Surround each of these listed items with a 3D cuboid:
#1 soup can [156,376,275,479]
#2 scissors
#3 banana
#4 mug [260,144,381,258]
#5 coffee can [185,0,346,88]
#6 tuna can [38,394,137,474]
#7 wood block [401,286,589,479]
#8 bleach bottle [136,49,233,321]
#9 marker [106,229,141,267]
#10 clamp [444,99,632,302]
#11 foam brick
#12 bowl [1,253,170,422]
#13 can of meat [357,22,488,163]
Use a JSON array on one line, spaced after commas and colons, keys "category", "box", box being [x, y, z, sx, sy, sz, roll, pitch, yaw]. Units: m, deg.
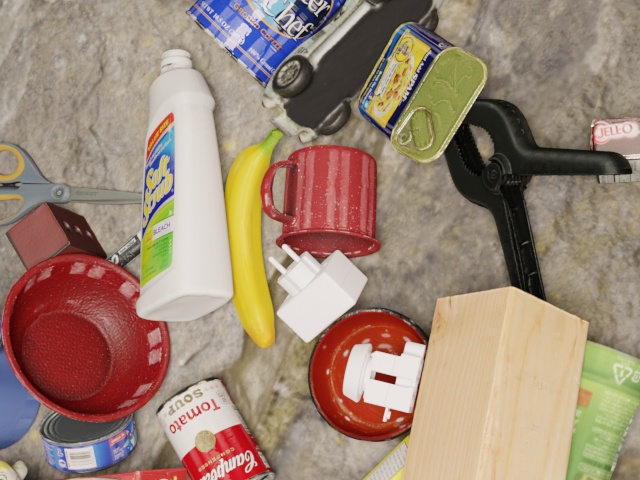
[{"category": "soup can", "box": [-0.094, 0.181, 0.947, 0.068, 0.068, 0.102, -35, 71, 9]}, {"category": "scissors", "box": [-0.268, -0.064, 1.074, 0.202, 0.016, 0.096, -11, 77, 15]}, {"category": "banana", "box": [-0.065, -0.001, 0.976, 0.037, 0.070, 0.198, 3, 85, -27]}, {"category": "mug", "box": [-0.001, -0.036, 0.937, 0.093, 0.117, 0.081, -20, 63, 55]}, {"category": "coffee can", "box": [-0.040, -0.226, 0.986, 0.140, 0.102, 0.103, -46, 71, 5]}, {"category": "tuna can", "box": [-0.211, 0.176, 0.974, 0.086, 0.086, 0.034, 1, 112, 18]}, {"category": "wood block", "box": [0.131, 0.151, 0.819, 0.091, 0.090, 0.206, -16, 56, 56]}, {"category": "bleach bottle", "box": [-0.133, -0.057, 0.999, 0.103, 0.067, 0.251, -29, 61, 50]}, {"category": "marker", "box": [-0.206, 0.028, 1.036, 0.121, 0.020, 0.020, -39, 71, 7]}, {"category": "clamp", "box": [0.157, -0.045, 0.897, 0.210, 0.036, 0.165, 49, 131, 43]}, {"category": "foam brick", "box": [-0.252, 0.005, 1.024, 0.051, 0.078, 0.053, -37, 73, 7]}, {"category": "bowl", "box": [-0.222, 0.096, 0.980, 0.055, 0.161, 0.162, -38, 67, 46]}, {"category": "can of meat", "box": [0.085, -0.131, 0.928, 0.102, 0.057, 0.084, -60, 34, 15]}]
